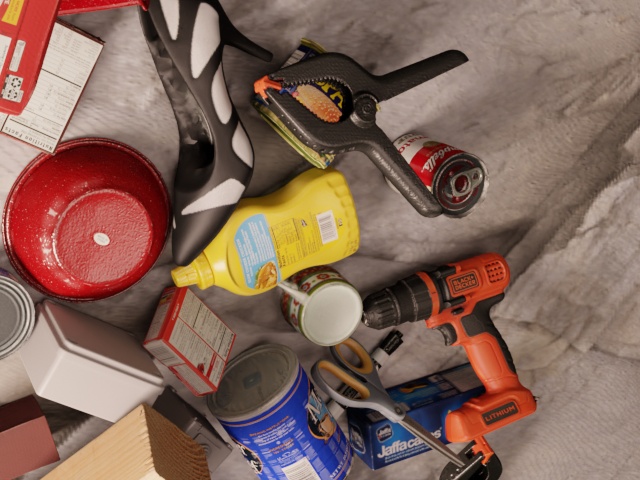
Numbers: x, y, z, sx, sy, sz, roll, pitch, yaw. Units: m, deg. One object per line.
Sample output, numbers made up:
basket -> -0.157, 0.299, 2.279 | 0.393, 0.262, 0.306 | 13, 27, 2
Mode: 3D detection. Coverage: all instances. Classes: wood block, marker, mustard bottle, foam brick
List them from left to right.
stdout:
foam brick -> -0.293, 0.189, 1.001 | 0.078, 0.051, 0.053 | -19, 114, -21
wood block -> -0.203, 0.252, 0.953 | 0.206, 0.091, 0.090 | -37, 126, 10
mustard bottle -> -0.057, 0.001, 1.055 | 0.191, 0.058, 0.096 | -24, 121, -19
marker -> 0.050, 0.148, 1.183 | 0.121, 0.020, 0.020 | -49, 121, -5

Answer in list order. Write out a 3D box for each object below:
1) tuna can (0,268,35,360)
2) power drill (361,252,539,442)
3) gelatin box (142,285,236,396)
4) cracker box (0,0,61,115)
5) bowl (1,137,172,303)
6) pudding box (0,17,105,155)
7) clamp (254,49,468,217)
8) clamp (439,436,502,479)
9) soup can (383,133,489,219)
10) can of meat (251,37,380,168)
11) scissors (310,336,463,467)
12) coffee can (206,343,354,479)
tuna can -> -0.304, 0.066, 0.963 | 0.086, 0.034, 0.086 | -9, 111, -25
power drill -> 0.146, 0.120, 1.162 | 0.184, 0.057, 0.187 | -17, 89, -20
gelatin box -> -0.127, 0.098, 1.046 | 0.089, 0.030, 0.073 | 49, 38, -32
cracker box -> -0.252, -0.196, 0.795 | 0.072, 0.214, 0.164 | 14, 100, -32
bowl -> -0.205, -0.010, 0.977 | 0.161, 0.055, 0.162 | -9, 111, -24
pudding box -> -0.250, -0.142, 0.919 | 0.089, 0.039, 0.113 | 24, 97, -32
clamp -> 0.043, -0.129, 0.995 | 0.209, 0.036, 0.164 | 20, 80, -19
clamp -> 0.161, 0.299, 1.259 | 0.120, 0.039, 0.171 | -19, 134, -23
soup can -> 0.117, -0.068, 1.095 | 0.068, 0.102, 0.068 | -9, 111, -25
can of meat -> -0.006, -0.131, 1.038 | 0.084, 0.057, 0.102 | -49, 122, -2
scissors -> 0.075, 0.167, 1.152 | 0.201, 0.096, 0.016 | 29, 129, -21
coffee can -> -0.040, 0.191, 1.102 | 0.102, 0.103, 0.140 | -37, 120, -12
